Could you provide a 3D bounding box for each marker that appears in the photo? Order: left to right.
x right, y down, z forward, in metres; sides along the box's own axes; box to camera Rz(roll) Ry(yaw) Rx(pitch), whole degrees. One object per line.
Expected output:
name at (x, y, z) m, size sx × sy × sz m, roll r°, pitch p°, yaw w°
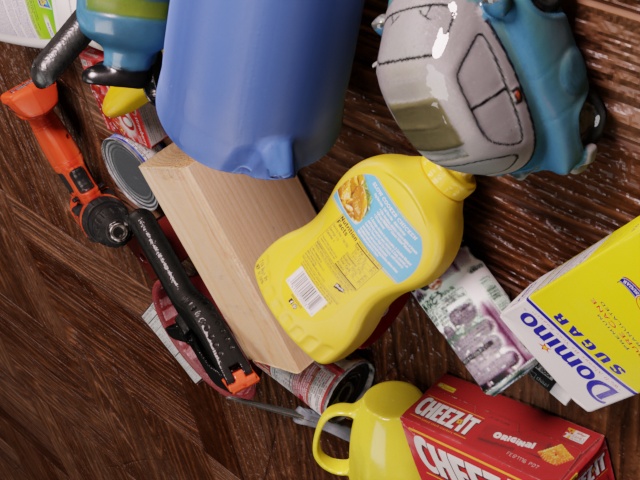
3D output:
marker at (0.142, 0.077, 0.800) m, size 0.121 × 0.020 × 0.020 m, roll 40°, pitch 150°, yaw 20°

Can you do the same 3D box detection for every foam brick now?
foam brick at (-0.161, 0.001, 1.116) m, size 0.053 × 0.051 × 0.078 m, roll 54°, pitch 152°, yaw -4°

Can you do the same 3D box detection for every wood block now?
wood block at (-0.056, 0.001, 0.923) m, size 0.090 × 0.090 × 0.206 m, roll 6°, pitch 129°, yaw 54°

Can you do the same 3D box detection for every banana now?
banana at (-0.125, -0.132, 0.899) m, size 0.037 × 0.069 × 0.198 m, roll 20°, pitch 175°, yaw -43°

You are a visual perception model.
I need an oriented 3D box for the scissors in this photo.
scissors at (-0.016, 0.164, 1.026) m, size 0.201 × 0.016 × 0.096 m, roll 23°, pitch -178°, yaw -25°

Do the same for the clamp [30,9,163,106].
clamp at (-0.159, -0.184, 0.813) m, size 0.039 × 0.120 × 0.171 m, roll 24°, pitch 114°, yaw 38°

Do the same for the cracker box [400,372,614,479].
cracker box at (0.167, 0.232, 0.889) m, size 0.164 × 0.072 × 0.213 m, roll 17°, pitch 136°, yaw 46°

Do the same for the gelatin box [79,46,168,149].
gelatin box at (-0.185, -0.138, 1.011) m, size 0.073 × 0.030 × 0.089 m, roll 25°, pitch 143°, yaw 39°

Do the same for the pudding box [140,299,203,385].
pudding box at (-0.155, 0.109, 1.250) m, size 0.113 × 0.039 × 0.090 m, roll 52°, pitch 152°, yaw 2°

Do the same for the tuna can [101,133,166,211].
tuna can at (-0.180, -0.074, 1.075) m, size 0.086 × 0.033 × 0.086 m, roll 36°, pitch 148°, yaw 26°

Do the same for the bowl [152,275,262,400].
bowl at (-0.107, 0.093, 1.143) m, size 0.162 × 0.055 × 0.162 m, roll 36°, pitch 148°, yaw 26°

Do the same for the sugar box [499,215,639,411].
sugar box at (0.191, 0.045, 0.664) m, size 0.093 × 0.048 × 0.176 m, roll 48°, pitch 151°, yaw 5°

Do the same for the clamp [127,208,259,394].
clamp at (-0.117, 0.083, 1.012) m, size 0.210 × 0.036 × 0.164 m, roll 48°, pitch 157°, yaw 40°

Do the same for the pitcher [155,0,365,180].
pitcher at (-0.034, -0.170, 0.669) m, size 0.149 × 0.144 × 0.243 m, roll 31°, pitch 144°, yaw 11°

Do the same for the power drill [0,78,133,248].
power drill at (-0.265, -0.082, 1.132) m, size 0.187 × 0.057 × 0.185 m, roll 65°, pitch 164°, yaw -19°

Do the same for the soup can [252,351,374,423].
soup can at (-0.009, 0.117, 1.015) m, size 0.102 × 0.068 × 0.068 m, roll 33°, pitch 147°, yaw 30°

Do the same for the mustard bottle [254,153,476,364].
mustard bottle at (0.042, -0.003, 0.745) m, size 0.192 × 0.058 × 0.096 m, roll -44°, pitch 71°, yaw 29°

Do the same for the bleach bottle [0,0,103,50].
bleach bottle at (-0.249, -0.215, 0.982) m, size 0.251 × 0.068 × 0.102 m, roll 22°, pitch 141°, yaw 39°
